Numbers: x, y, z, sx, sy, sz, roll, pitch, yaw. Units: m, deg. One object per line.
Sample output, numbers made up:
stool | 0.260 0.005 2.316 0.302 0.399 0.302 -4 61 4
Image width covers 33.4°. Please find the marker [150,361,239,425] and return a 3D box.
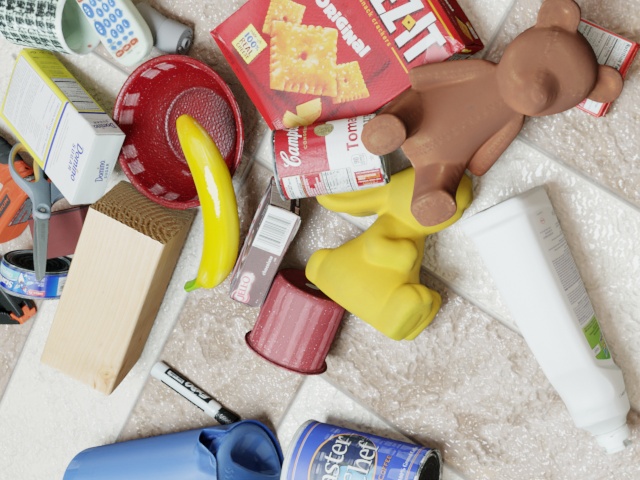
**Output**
marker | -0.141 0.178 1.213 0.121 0.020 0.020 33 112 16

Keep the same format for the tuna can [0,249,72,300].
tuna can | -0.328 0.039 1.236 0.086 0.086 0.034 18 106 21

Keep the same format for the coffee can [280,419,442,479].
coffee can | 0.043 0.248 1.095 0.140 0.102 0.103 9 104 23

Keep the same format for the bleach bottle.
bleach bottle | 0.219 0.078 0.978 0.068 0.102 0.251 -25 88 32

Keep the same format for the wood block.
wood block | -0.223 0.052 1.168 0.091 0.090 0.206 26 117 4

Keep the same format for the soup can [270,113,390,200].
soup can | 0.010 -0.078 0.996 0.102 0.068 0.068 -8 97 9

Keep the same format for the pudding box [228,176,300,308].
pudding box | -0.057 0.001 1.097 0.039 0.090 0.114 23 110 -11

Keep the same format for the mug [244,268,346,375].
mug | -0.027 0.076 1.110 0.117 0.093 0.081 42 115 52

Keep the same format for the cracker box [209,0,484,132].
cracker box | 0.022 -0.195 1.033 0.214 0.072 0.164 -33 86 26

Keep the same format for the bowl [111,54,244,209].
bowl | -0.141 -0.117 1.134 0.162 0.055 0.162 5 103 24

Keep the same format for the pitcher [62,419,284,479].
pitcher | -0.163 0.284 1.194 0.243 0.144 0.149 -11 83 30

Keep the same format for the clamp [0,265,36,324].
clamp | -0.445 0.051 1.314 0.210 0.036 0.165 33 128 7

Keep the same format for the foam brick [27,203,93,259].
foam brick | -0.285 -0.011 1.225 0.078 0.052 0.051 -9 96 27

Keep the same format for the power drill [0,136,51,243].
power drill | -0.417 -0.087 1.268 0.188 0.057 0.185 47 119 9

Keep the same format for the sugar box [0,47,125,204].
sugar box | -0.286 -0.127 1.174 0.176 0.048 0.093 45 123 29

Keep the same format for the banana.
banana | -0.115 -0.029 1.088 0.070 0.037 0.198 9 112 18

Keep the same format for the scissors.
scissors | -0.288 -0.036 1.170 0.202 0.096 0.016 63 143 33
